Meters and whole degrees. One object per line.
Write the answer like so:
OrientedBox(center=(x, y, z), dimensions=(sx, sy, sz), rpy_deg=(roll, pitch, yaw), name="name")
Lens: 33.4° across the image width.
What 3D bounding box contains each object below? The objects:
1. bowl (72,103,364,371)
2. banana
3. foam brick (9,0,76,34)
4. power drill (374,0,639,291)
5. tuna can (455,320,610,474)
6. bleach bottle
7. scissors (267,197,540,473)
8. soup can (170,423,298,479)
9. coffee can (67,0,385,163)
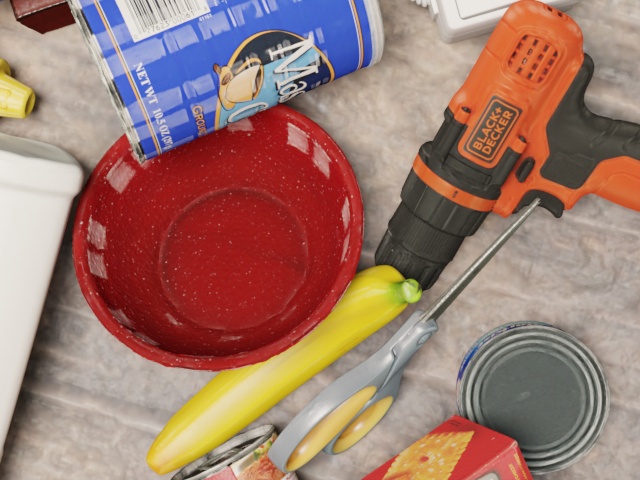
OrientedBox(center=(-0.054, 0.001, 0.602), dimensions=(0.162, 0.055, 0.162), rpy_deg=(-2, 70, 6), name="bowl")
OrientedBox(center=(-0.020, 0.067, 0.611), dimensions=(0.198, 0.069, 0.037), rpy_deg=(-38, 83, 20), name="banana")
OrientedBox(center=(-0.157, -0.168, 0.617), dimensions=(0.051, 0.053, 0.078), rpy_deg=(-17, 91, 4), name="foam brick")
OrientedBox(center=(0.142, -0.015, 0.592), dimensions=(0.187, 0.057, 0.185), rpy_deg=(26, 115, -4), name="power drill")
OrientedBox(center=(0.122, 0.090, 0.622), dimensions=(0.086, 0.033, 0.086), rpy_deg=(0, 93, 3), name="tuna can")
OrientedBox(center=(-0.195, 0.068, 0.602), dimensions=(0.068, 0.103, 0.251), rpy_deg=(11, 98, -22), name="bleach bottle")
OrientedBox(center=(0.053, 0.060, 0.599), dimensions=(0.202, 0.096, 0.016), rpy_deg=(-42, 67, 0), name="scissors")
OrientedBox(center=(-0.034, 0.167, 0.617), dimensions=(0.068, 0.068, 0.102), rpy_deg=(-28, 91, 4), name="soup can")
OrientedBox(center=(-0.051, -0.114, 0.562), dimensions=(0.140, 0.103, 0.103), rpy_deg=(-24, 91, -8), name="coffee can")
